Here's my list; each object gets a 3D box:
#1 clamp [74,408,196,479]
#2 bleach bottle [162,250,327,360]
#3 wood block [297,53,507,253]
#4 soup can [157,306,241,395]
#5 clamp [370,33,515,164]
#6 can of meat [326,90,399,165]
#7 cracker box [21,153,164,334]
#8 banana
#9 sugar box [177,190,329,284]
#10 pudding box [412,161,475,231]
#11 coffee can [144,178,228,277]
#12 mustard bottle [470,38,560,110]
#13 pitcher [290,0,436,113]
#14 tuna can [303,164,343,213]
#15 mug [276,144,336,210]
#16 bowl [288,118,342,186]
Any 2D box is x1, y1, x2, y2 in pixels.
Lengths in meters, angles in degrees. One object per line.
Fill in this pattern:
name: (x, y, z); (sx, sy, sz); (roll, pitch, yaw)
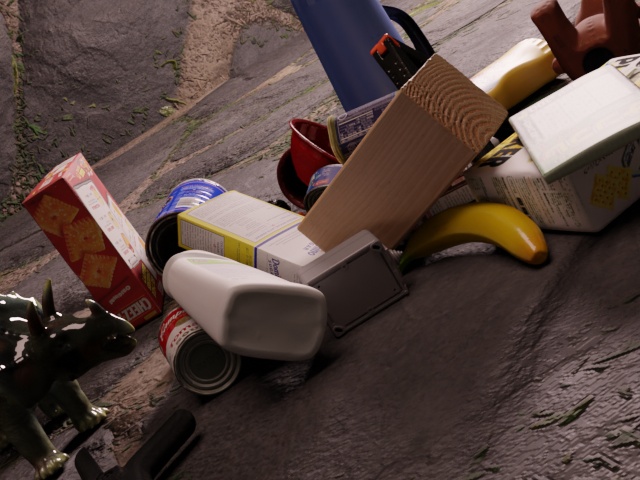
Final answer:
clamp: (-0.178, 0.210, 0.899); (0.120, 0.039, 0.171); (-26, 17, 23)
bleach bottle: (-0.086, 0.050, 1.023); (0.102, 0.068, 0.251); (8, 6, -23)
wood block: (0.076, -0.065, 1.026); (0.090, 0.091, 0.206); (-49, -3, -47)
soup can: (-0.120, 0.107, 1.051); (0.068, 0.068, 0.102); (-33, 17, -8)
clamp: (0.142, -0.138, 1.105); (0.036, 0.210, 0.164); (-47, 0, 29)
can of meat: (0.068, -0.107, 1.125); (0.084, 0.102, 0.057); (-21, 62, 23)
cracker box: (-0.291, 0.003, 1.400); (0.072, 0.213, 0.164); (-32, 16, 4)
banana: (0.141, -0.003, 0.969); (0.198, 0.037, 0.069); (-10, 62, 57)
sugar box: (-0.058, 0.002, 1.130); (0.176, 0.048, 0.093); (24, 35, 32)
pudding box: (0.121, -0.068, 1.156); (0.090, 0.039, 0.113); (-28, 27, 13)
coffee can: (-0.172, -0.014, 1.437); (0.103, 0.103, 0.140); (-27, 17, 13)
mustard bottle: (0.207, -0.181, 1.335); (0.191, 0.058, 0.096); (-35, 22, -13)
pitcher: (0.067, -0.278, 1.544); (0.145, 0.243, 0.149); (-26, 10, 23)
tuna can: (0.026, -0.047, 1.201); (0.086, 0.086, 0.033); (-17, 45, 40)
mug: (0.009, -0.100, 1.394); (0.117, 0.093, 0.081); (-30, 10, 28)
bowl: (0.024, -0.085, 1.278); (0.162, 0.162, 0.055); (-91, 26, -72)
